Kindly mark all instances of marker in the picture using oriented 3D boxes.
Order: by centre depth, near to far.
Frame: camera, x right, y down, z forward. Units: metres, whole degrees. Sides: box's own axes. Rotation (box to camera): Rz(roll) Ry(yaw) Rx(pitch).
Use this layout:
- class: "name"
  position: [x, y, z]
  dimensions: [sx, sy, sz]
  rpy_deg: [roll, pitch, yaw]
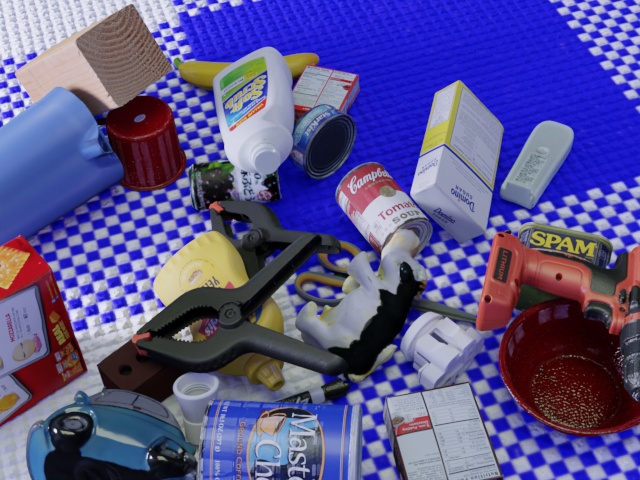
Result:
- class: "marker"
  position: [-0.028, 0.163, 1.066]
  dimensions: [0.121, 0.020, 0.020]
  rpy_deg: [-17, 50, -11]

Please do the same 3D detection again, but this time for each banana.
- class: "banana"
  position: [-0.102, -0.224, 1.400]
  dimensions: [0.198, 0.037, 0.069]
  rpy_deg: [1, 50, 4]

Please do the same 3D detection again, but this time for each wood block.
- class: "wood block"
  position: [-0.277, -0.205, 1.286]
  dimensions: [0.090, 0.091, 0.207]
  rpy_deg: [-42, 20, -28]

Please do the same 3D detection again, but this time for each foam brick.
- class: "foam brick"
  position: [-0.176, 0.132, 1.081]
  dimensions: [0.078, 0.051, 0.053]
  rpy_deg: [-38, 57, -26]

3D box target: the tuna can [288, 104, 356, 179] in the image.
- class: "tuna can"
  position: [0.002, -0.118, 1.269]
  dimensions: [0.086, 0.086, 0.034]
  rpy_deg: [-37, 55, -26]

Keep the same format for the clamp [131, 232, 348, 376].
- class: "clamp"
  position: [-0.077, 0.086, 1.041]
  dimensions: [0.210, 0.036, 0.164]
  rpy_deg: [-19, 52, -2]

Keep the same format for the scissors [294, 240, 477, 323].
- class: "scissors"
  position: [0.073, 0.044, 1.167]
  dimensions: [0.202, 0.016, 0.096]
  rpy_deg: [4, 52, 7]

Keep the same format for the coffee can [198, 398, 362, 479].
- class: "coffee can"
  position: [-0.034, 0.199, 0.980]
  dimensions: [0.140, 0.103, 0.102]
  rpy_deg: [2, 49, 5]

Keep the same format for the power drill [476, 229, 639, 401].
- class: "power drill"
  position: [0.250, 0.067, 1.036]
  dimensions: [0.188, 0.057, 0.184]
  rpy_deg: [11, 47, 9]

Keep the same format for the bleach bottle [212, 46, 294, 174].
- class: "bleach bottle"
  position: [-0.069, -0.145, 1.250]
  dimensions: [0.102, 0.068, 0.251]
  rpy_deg: [-27, 29, 5]

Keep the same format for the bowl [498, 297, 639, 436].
- class: "bowl"
  position: [0.254, 0.135, 1.051]
  dimensions: [0.162, 0.055, 0.162]
  rpy_deg: [-2, 49, 2]

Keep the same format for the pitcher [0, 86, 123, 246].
- class: "pitcher"
  position: [-0.361, -0.060, 1.223]
  dimensions: [0.242, 0.149, 0.145]
  rpy_deg: [-38, 72, -23]

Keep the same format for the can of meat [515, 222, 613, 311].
- class: "can of meat"
  position: [0.253, 0.036, 1.138]
  dimensions: [0.102, 0.057, 0.084]
  rpy_deg: [12, 53, 15]

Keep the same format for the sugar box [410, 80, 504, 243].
- class: "sugar box"
  position: [0.160, -0.092, 1.233]
  dimensions: [0.048, 0.093, 0.176]
  rpy_deg: [-24, 35, 42]

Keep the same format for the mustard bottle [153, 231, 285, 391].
- class: "mustard bottle"
  position: [-0.093, 0.083, 1.109]
  dimensions: [0.096, 0.058, 0.192]
  rpy_deg: [-40, 56, 0]

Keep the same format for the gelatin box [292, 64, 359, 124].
- class: "gelatin box"
  position: [0.002, -0.182, 1.362]
  dimensions: [0.073, 0.030, 0.089]
  rpy_deg: [13, 51, 16]

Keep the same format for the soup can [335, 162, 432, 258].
- class: "soup can"
  position: [0.071, -0.031, 1.200]
  dimensions: [0.068, 0.068, 0.102]
  rpy_deg: [-24, 52, -17]

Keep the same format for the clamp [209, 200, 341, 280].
- class: "clamp"
  position: [-0.058, 0.001, 1.184]
  dimensions: [0.120, 0.039, 0.172]
  rpy_deg: [-36, 56, -6]

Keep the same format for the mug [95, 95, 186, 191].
- class: "mug"
  position: [-0.224, -0.122, 1.288]
  dimensions: [0.117, 0.081, 0.093]
  rpy_deg: [11, 50, 12]

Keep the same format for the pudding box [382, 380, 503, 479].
- class: "pudding box"
  position: [0.115, 0.195, 1.018]
  dimensions: [0.090, 0.039, 0.113]
  rpy_deg: [-10, 51, -6]

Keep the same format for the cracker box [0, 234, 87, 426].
- class: "cracker box"
  position: [-0.347, 0.116, 1.031]
  dimensions: [0.213, 0.164, 0.072]
  rpy_deg: [-33, 53, -23]
